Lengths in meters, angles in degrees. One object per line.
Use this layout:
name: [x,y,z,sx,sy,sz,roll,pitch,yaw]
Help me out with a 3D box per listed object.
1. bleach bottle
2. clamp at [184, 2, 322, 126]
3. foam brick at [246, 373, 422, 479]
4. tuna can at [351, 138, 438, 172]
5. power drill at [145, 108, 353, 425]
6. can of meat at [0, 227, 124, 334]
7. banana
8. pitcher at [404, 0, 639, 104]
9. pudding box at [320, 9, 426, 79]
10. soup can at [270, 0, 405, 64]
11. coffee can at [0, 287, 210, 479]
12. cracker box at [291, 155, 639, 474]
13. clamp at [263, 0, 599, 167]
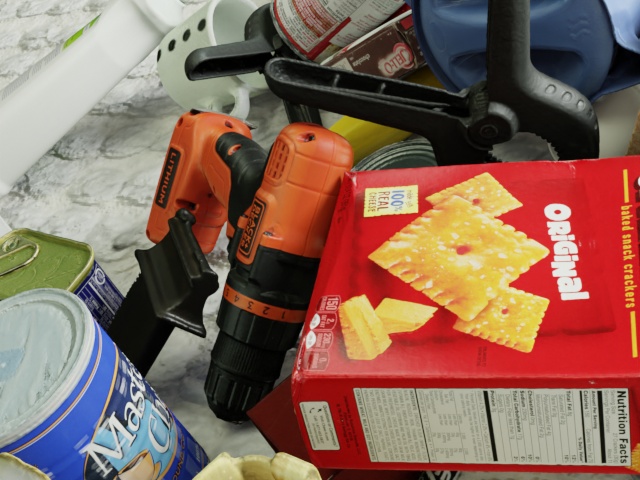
bleach bottle: [-0.205,-0.144,0.911,0.251,0.068,0.102,-38,25,12]
clamp: [-0.039,-0.143,0.829,0.039,0.120,0.171,-41,26,34]
foam brick: [0.007,0.109,0.569,0.051,0.053,0.078,-39,40,-11]
tuna can: [0.056,-0.025,0.697,0.086,0.033,0.086,-17,41,15]
power drill: [-0.054,0.001,0.681,0.188,0.057,0.184,36,109,57]
can of meat: [-0.176,0.044,0.726,0.102,0.084,0.057,11,55,39]
banana: [0.068,-0.095,0.752,0.197,0.037,0.070,-34,20,-15]
pitcher: [0.165,-0.191,0.701,0.145,0.149,0.242,-19,20,49]
pudding box: [0.060,-0.141,0.764,0.089,0.039,0.114,-35,10,-29]
soup can: [0.020,-0.188,0.807,0.102,0.068,0.068,-35,32,34]
coffee can: [-0.136,0.109,0.587,0.103,0.140,0.103,-17,41,15]
cracker box: [0.105,0.030,0.524,0.214,0.072,0.164,-3,38,16]
clamp: [0.082,-0.071,0.599,0.165,0.209,0.036,-23,38,27]
